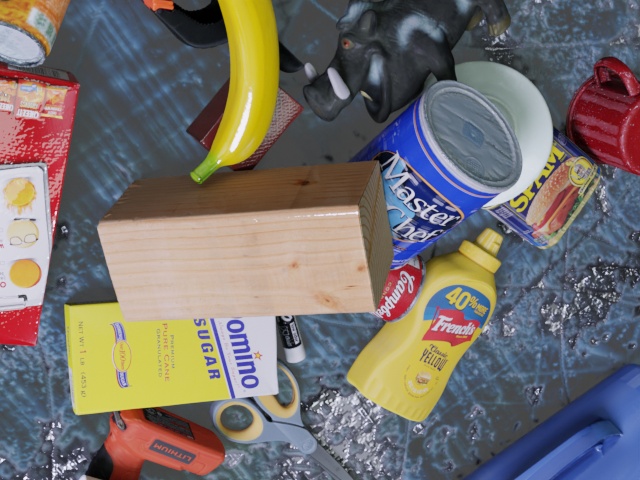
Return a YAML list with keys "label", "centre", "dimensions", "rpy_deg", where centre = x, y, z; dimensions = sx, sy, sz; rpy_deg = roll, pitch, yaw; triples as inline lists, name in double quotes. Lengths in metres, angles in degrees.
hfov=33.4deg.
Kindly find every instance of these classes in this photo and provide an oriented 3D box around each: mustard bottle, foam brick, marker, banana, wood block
- label: "mustard bottle"
  centre: [0.111, 0.072, 0.997]
  dimensions: [0.096, 0.058, 0.191]
  rpy_deg: [30, 94, -36]
- label: "foam brick"
  centre: [-0.063, -0.100, 0.880]
  dimensions: [0.053, 0.051, 0.078]
  rpy_deg: [40, 90, -26]
- label: "marker"
  centre: [-0.035, 0.054, 0.959]
  dimensions: [0.020, 0.020, 0.121]
  rpy_deg: [-19, 113, -14]
- label: "banana"
  centre: [-0.060, -0.135, 0.801]
  dimensions: [0.069, 0.037, 0.198]
  rpy_deg: [-27, 133, -43]
- label: "wood block"
  centre: [-0.056, 0.001, 0.838]
  dimensions: [0.206, 0.090, 0.090]
  rpy_deg: [-3, 117, 16]

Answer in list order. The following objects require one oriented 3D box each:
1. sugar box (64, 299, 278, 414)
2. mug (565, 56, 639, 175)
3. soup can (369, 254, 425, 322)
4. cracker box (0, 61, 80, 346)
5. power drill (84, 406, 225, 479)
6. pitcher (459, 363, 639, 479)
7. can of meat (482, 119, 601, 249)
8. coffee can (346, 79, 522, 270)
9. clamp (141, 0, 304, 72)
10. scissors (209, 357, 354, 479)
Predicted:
- label: "sugar box"
  centre: [-0.125, 0.093, 0.913]
  dimensions: [0.176, 0.048, 0.093]
  rpy_deg: [-4, 91, -17]
- label: "mug"
  centre: [0.286, -0.117, 0.988]
  dimensions: [0.093, 0.082, 0.117]
  rpy_deg: [-28, 115, -10]
- label: "soup can"
  centre: [0.033, 0.024, 0.948]
  dimensions: [0.102, 0.069, 0.068]
  rpy_deg: [25, 97, -25]
- label: "cracker box"
  centre: [-0.283, -0.036, 0.808]
  dimensions: [0.164, 0.072, 0.214]
  rpy_deg: [8, 105, -21]
- label: "power drill"
  centre: [-0.164, 0.246, 0.953]
  dimensions: [0.184, 0.057, 0.188]
  rpy_deg: [30, 95, -26]
- label: "pitcher"
  centre: [0.255, 0.229, 1.061]
  dimensions: [0.242, 0.149, 0.145]
  rpy_deg: [-36, 105, -10]
- label: "can of meat"
  centre: [0.201, -0.054, 0.992]
  dimensions: [0.083, 0.057, 0.102]
  rpy_deg: [34, 93, -28]
- label: "coffee can"
  centre: [0.082, -0.051, 0.885]
  dimensions: [0.102, 0.103, 0.141]
  rpy_deg: [24, 139, -26]
- label: "clamp"
  centre: [-0.063, -0.178, 0.832]
  dimensions: [0.171, 0.039, 0.120]
  rpy_deg: [-13, 127, -31]
- label: "scissors"
  centre: [-0.034, 0.195, 1.009]
  dimensions: [0.096, 0.016, 0.201]
  rpy_deg: [-29, 115, -8]
